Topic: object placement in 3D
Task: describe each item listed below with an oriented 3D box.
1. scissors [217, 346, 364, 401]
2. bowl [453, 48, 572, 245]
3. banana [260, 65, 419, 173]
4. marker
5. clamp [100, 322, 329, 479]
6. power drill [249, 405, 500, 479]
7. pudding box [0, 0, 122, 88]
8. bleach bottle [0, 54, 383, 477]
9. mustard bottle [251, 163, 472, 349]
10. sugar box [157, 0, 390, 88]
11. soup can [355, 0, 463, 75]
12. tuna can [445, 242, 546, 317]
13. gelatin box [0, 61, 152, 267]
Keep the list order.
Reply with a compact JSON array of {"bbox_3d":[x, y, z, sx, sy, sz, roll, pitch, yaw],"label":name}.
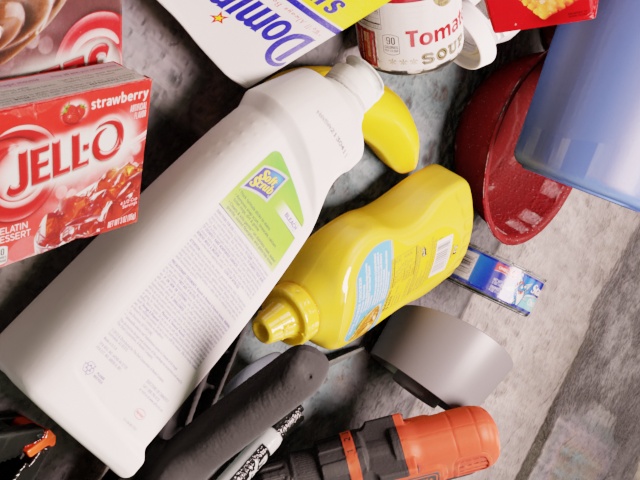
[{"bbox_3d":[-0.015,0.086,0.716,0.201,0.016,0.096,-24,160,-43],"label":"scissors"},{"bbox_3d":[0.152,-0.080,0.835,0.161,0.055,0.162,-29,131,-41],"label":"bowl"},{"bbox_3d":[0.012,-0.076,0.675,0.197,0.037,0.070,-3,133,-50],"label":"banana"},{"bbox_3d":[-0.053,0.156,0.734,0.121,0.020,0.020,-45,140,-27],"label":"marker"},{"bbox_3d":[-0.084,0.118,0.598,0.036,0.165,0.210,38,92,-19],"label":"clamp"},{"bbox_3d":[0.043,0.200,0.808,0.184,0.057,0.187,-12,143,-2],"label":"power drill"},{"bbox_3d":[-0.139,-0.078,0.468,0.113,0.039,0.090,-24,129,-43],"label":"pudding box"},{"bbox_3d":[-0.054,0.001,0.574,0.250,0.068,0.102,-47,135,-14],"label":"bleach bottle"},{"bbox_3d":[0.026,0.021,0.725,0.191,0.058,0.096,-30,143,-41],"label":"mustard bottle"},{"bbox_3d":[0.007,-0.153,0.532,0.176,0.048,0.093,-32,145,12],"label":"sugar box"},{"bbox_3d":[0.052,-0.160,0.647,0.068,0.069,0.102,-40,138,-32],"label":"soup can"},{"bbox_3d":[0.133,0.028,0.847,0.086,0.086,0.034,25,91,-55],"label":"tuna can"},{"bbox_3d":[-0.117,-0.034,0.465,0.089,0.030,0.073,-23,132,-48],"label":"gelatin box"}]
